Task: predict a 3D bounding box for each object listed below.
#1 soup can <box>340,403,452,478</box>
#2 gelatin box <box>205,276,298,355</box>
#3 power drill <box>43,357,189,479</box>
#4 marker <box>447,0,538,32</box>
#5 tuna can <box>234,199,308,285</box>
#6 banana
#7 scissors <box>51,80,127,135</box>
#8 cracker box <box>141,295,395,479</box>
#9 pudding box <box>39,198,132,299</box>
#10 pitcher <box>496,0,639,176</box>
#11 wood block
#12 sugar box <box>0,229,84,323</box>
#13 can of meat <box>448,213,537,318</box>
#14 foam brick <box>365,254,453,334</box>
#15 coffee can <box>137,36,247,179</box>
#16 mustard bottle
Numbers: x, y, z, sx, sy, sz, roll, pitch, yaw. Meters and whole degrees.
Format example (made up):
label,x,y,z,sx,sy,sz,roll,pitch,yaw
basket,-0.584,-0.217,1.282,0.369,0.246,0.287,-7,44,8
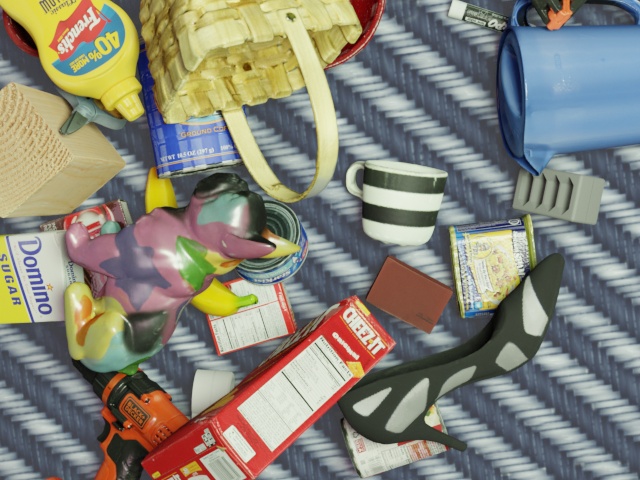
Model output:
label,x,y,z,sx,sy,sz,roll,pitch,yaw
soup can,0.079,0.201,1.113,0.102,0.068,0.068,-20,92,3
gelatin box,-0.077,0.074,1.133,0.089,0.030,0.073,-17,92,6
power drill,-0.232,0.217,1.117,0.185,0.057,0.188,38,102,26
marker,0.193,-0.225,1.112,0.121,0.020,0.020,18,93,1
tuna can,-0.057,0.001,1.108,0.086,0.033,0.086,-6,63,11
banana,-0.137,0.012,1.111,0.070,0.037,0.198,-44,68,13
scissors,-0.245,-0.136,1.046,0.096,0.201,0.016,39,101,3
cracker box,-0.051,0.155,1.021,0.072,0.164,0.213,52,52,0
pudding box,-0.236,0.022,1.133,0.090,0.039,0.113,-18,91,3
pitcher,0.300,-0.164,1.059,0.243,0.145,0.149,-5,128,-2
wood block,-0.273,-0.084,1.046,0.090,0.206,0.091,-40,90,3
sugar box,-0.333,0.040,1.113,0.176,0.048,0.093,-5,94,21
can of meat,0.180,0.028,1.107,0.084,0.057,0.102,-7,93,4
foam brick,0.092,0.056,1.114,0.078,0.051,0.053,29,94,1
coffee can,-0.129,-0.140,1.089,0.103,0.103,0.140,-10,92,3
mustard bottle,-0.231,-0.198,1.030,0.096,0.058,0.191,-35,91,-6
